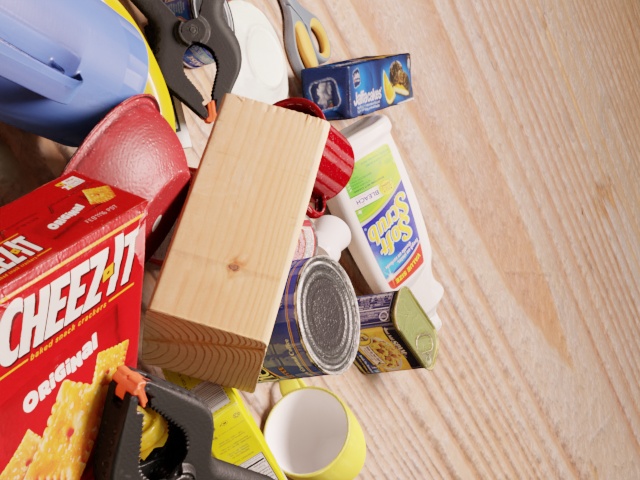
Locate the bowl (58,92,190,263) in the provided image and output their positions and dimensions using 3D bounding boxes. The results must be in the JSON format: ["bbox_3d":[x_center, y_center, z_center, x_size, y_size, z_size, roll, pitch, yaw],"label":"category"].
[{"bbox_3d":[-0.144,-0.026,0.793,0.162,0.055,0.162,-58,173,-12],"label":"bowl"}]

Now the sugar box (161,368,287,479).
[{"bbox_3d":[-0.070,0.166,0.887,0.093,0.048,0.176,53,-7,47],"label":"sugar box"}]

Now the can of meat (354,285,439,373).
[{"bbox_3d":[0.072,0.102,1.179,0.102,0.084,0.057,54,38,-35],"label":"can of meat"}]

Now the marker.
[{"bbox_3d":[-0.139,-0.142,0.970,0.020,0.020,0.121,-16,94,-60],"label":"marker"}]

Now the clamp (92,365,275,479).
[{"bbox_3d":[-0.101,0.166,0.762,0.164,0.036,0.210,-31,131,-33],"label":"clamp"}]

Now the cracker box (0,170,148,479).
[{"bbox_3d":[-0.184,0.085,0.681,0.164,0.072,0.214,-42,147,-55],"label":"cracker box"}]

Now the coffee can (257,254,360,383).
[{"bbox_3d":[-0.051,0.073,0.927,0.102,0.141,0.103,26,58,-54],"label":"coffee can"}]

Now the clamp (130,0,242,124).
[{"bbox_3d":[-0.107,-0.193,0.948,0.039,0.120,0.171,-119,-173,-81],"label":"clamp"}]

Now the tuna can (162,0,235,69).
[{"bbox_3d":[-0.115,-0.208,1.009,0.086,0.034,0.086,-11,90,-67],"label":"tuna can"}]

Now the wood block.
[{"bbox_3d":[-0.064,-0.001,0.828,0.090,0.091,0.206,107,-2,-57],"label":"wood block"}]

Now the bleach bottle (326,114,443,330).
[{"bbox_3d":[0.079,-0.008,1.199,0.102,0.068,0.251,-31,106,-14],"label":"bleach bottle"}]

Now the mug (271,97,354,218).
[{"bbox_3d":[-0.015,-0.077,1.087,0.081,0.093,0.117,32,43,-57],"label":"mug"}]

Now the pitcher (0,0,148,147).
[{"bbox_3d":[-0.222,-0.143,0.716,0.242,0.145,0.149,27,55,-57],"label":"pitcher"}]

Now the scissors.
[{"bbox_3d":[-0.030,-0.276,1.201,0.096,0.016,0.202,-28,105,-60],"label":"scissors"}]
